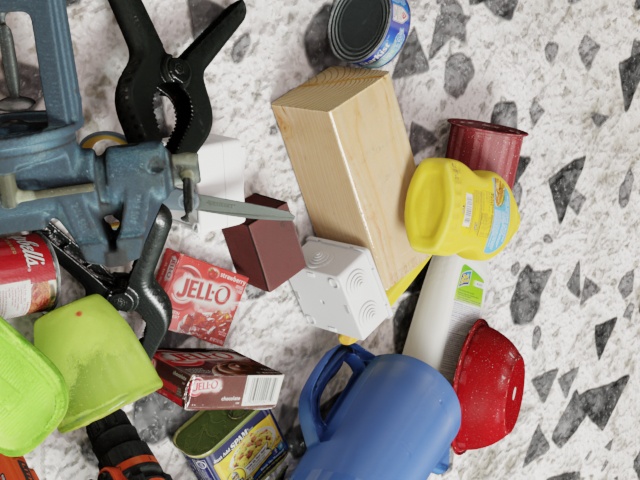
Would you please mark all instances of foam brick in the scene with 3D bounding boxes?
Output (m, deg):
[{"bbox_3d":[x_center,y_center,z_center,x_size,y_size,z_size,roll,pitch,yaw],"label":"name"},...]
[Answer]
[{"bbox_3d":[-0.057,0.001,1.054,0.052,0.051,0.078,-33,121,-31],"label":"foam brick"}]

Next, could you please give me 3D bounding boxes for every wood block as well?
[{"bbox_3d":[0.039,-0.064,1.093,0.090,0.091,0.206,-36,122,-30],"label":"wood block"}]

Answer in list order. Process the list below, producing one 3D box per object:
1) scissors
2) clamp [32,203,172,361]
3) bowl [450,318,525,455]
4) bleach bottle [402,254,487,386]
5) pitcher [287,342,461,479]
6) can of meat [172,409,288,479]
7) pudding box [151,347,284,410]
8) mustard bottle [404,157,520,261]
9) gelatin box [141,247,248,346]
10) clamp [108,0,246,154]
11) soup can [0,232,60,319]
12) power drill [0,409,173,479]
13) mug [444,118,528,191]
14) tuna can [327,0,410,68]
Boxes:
[{"bbox_3d":[-0.126,-0.054,0.935,0.201,0.016,0.096,-6,103,-6],"label":"scissors"},{"bbox_3d":[-0.167,0.039,0.943,0.039,0.120,0.171,-82,157,-52],"label":"clamp"},{"bbox_3d":[0.198,0.173,1.231,0.162,0.055,0.162,8,90,-67],"label":"bowl"},{"bbox_3d":[0.156,0.077,1.251,0.102,0.068,0.251,18,85,-50],"label":"bleach bottle"},{"bbox_3d":[0.040,0.220,1.090,0.242,0.149,0.145,-45,145,-56],"label":"pitcher"},{"bbox_3d":[-0.087,0.206,1.079,0.102,0.058,0.084,-40,127,-25],"label":"can of meat"},{"bbox_3d":[-0.106,0.131,1.019,0.113,0.090,0.039,9,97,-42],"label":"pudding box"},{"bbox_3d":[0.160,-0.028,1.121,0.191,0.058,0.096,8,88,-54],"label":"mustard bottle"},{"bbox_3d":[-0.120,0.055,1.027,0.089,0.030,0.073,24,85,-42],"label":"gelatin box"},{"bbox_3d":[-0.140,-0.150,0.915,0.164,0.036,0.210,24,63,-38],"label":"clamp"},{"bbox_3d":[-0.272,0.034,0.865,0.102,0.069,0.068,-10,108,-38],"label":"soup can"},{"bbox_3d":[-0.199,0.207,0.892,0.057,0.185,0.187,-49,145,18],"label":"power drill"},{"bbox_3d":[0.190,-0.091,1.222,0.117,0.093,0.081,-8,112,-52],"label":"mug"},{"bbox_3d":[0.049,-0.216,1.065,0.033,0.086,0.086,9,95,-43],"label":"tuna can"}]
